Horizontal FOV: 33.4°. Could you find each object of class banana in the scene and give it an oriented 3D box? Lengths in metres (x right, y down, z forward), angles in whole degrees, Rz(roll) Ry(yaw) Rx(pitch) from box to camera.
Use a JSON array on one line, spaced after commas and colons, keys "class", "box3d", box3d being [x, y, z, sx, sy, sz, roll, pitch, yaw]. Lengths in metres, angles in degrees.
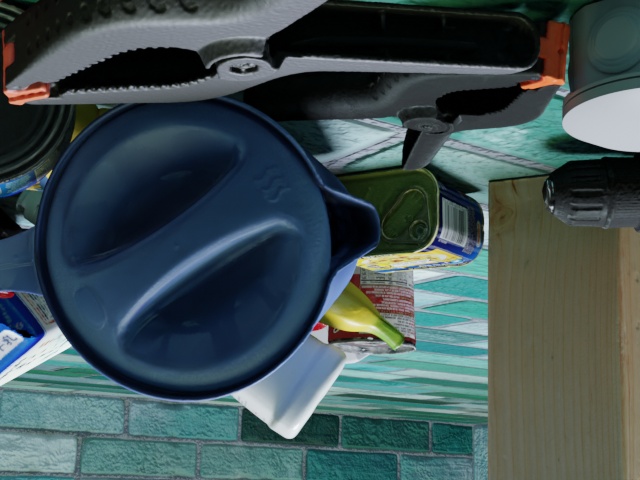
[{"class": "banana", "box3d": [-0.030, 0.031, 0.745, 0.198, 0.037, 0.069, 19, 147, 45]}]

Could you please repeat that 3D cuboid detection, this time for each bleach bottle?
[{"class": "bleach bottle", "box3d": [-0.103, 0.037, 0.729, 0.251, 0.068, 0.102, 35, 169, 5]}]

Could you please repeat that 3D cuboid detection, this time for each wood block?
[{"class": "wood block", "box3d": [0.169, 0.066, 0.715, 0.091, 0.206, 0.090, -5, 165, 30]}]

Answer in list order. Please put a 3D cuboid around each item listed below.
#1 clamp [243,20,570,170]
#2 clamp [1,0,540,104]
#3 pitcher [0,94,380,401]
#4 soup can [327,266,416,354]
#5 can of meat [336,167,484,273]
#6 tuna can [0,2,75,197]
[{"class": "clamp", "box3d": [0.042, -0.072, 0.513, 0.120, 0.039, 0.172, 6, 166, -27]}, {"class": "clamp", "box3d": [-0.021, -0.080, 0.402, 0.210, 0.036, 0.164, -9, 167, 24]}, {"class": "pitcher", "box3d": [-0.054, 0.001, 0.567, 0.149, 0.145, 0.242, 37, -174, 6]}, {"class": "soup can", "box3d": [0.040, 0.033, 0.823, 0.068, 0.102, 0.068, 2, 167, 0]}, {"class": "can of meat", "box3d": [0.053, -0.010, 0.735, 0.102, 0.057, 0.083, -6, 167, 32]}, {"class": "tuna can", "box3d": [-0.153, -0.062, 0.477, 0.086, 0.086, 0.034, 4, 169, -11]}]
